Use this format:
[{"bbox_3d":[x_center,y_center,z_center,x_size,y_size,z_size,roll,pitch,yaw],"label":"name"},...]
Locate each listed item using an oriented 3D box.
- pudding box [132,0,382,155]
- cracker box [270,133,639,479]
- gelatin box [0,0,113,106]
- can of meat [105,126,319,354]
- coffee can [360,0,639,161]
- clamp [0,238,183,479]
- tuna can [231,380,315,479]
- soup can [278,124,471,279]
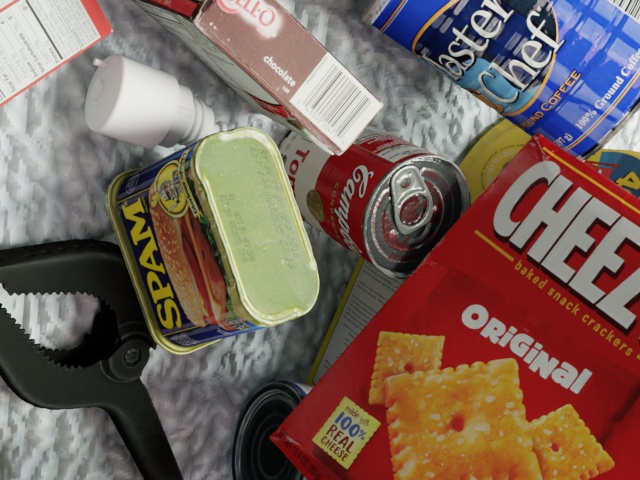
[{"bbox_3d":[-0.034,-0.097,0.533,0.039,0.090,0.113,-51,128,-3],"label":"pudding box"},{"bbox_3d":[0.102,0.076,0.523,0.214,0.164,0.072,-49,141,2],"label":"cracker box"},{"bbox_3d":[-0.152,-0.106,0.492,0.089,0.030,0.073,-37,126,-14],"label":"gelatin box"},{"bbox_3d":[-0.054,0.001,0.539,0.057,0.084,0.102,-19,91,-41],"label":"can of meat"},{"bbox_3d":[0.107,-0.121,0.569,0.140,0.103,0.103,34,89,-5],"label":"coffee can"},{"bbox_3d":[-0.110,0.067,0.585,0.209,0.036,0.164,21,93,-39],"label":"clamp"},{"bbox_3d":[-0.018,0.128,0.639,0.033,0.086,0.086,15,101,-35],"label":"tuna can"},{"bbox_3d":[0.025,-0.028,0.592,0.068,0.102,0.068,-13,116,-28],"label":"soup can"}]
